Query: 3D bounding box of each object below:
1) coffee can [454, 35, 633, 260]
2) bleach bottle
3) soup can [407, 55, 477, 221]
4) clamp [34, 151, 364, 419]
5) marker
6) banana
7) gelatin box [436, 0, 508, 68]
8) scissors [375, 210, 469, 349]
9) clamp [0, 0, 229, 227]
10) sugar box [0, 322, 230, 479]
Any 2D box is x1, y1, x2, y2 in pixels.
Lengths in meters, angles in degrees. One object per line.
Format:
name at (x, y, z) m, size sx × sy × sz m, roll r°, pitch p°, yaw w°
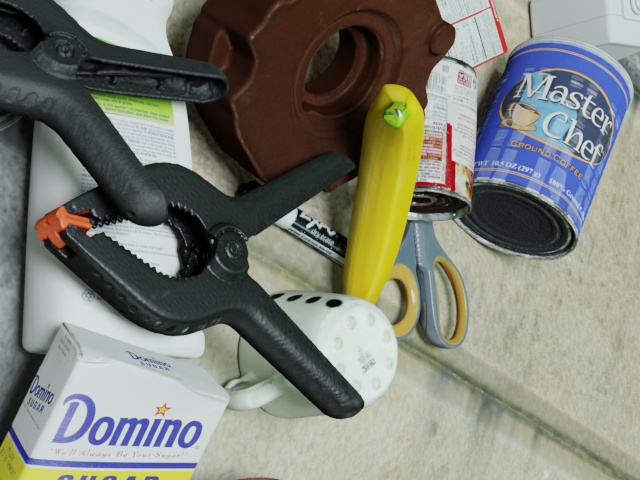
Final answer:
coffee can at (0.169, -0.071, 0.819) m, size 0.102 × 0.103 × 0.140 m, roll 40°, pitch 63°, yaw -29°
bleach bottle at (-0.115, -0.059, 0.619) m, size 0.102 × 0.068 × 0.251 m, roll 9°, pitch 78°, yaw -38°
soup can at (0.075, -0.072, 0.755) m, size 0.068 × 0.069 × 0.102 m, roll 17°, pitch 71°, yaw -36°
clamp at (-0.054, 0.001, 0.594) m, size 0.209 × 0.036 × 0.164 m, roll 20°, pitch 62°, yaw -35°
marker at (-0.008, -0.007, 0.726) m, size 0.121 × 0.020 × 0.020 m, roll 31°, pitch 67°, yaw -32°
banana at (0.037, -0.032, 0.678) m, size 0.198 × 0.037 × 0.069 m, roll 95°, pitch 22°, yaw -50°
gelatin box at (0.098, -0.164, 0.818) m, size 0.089 × 0.030 × 0.073 m, roll -30°, pitch 105°, yaw -36°
scissors at (0.058, -0.014, 0.782) m, size 0.096 × 0.016 × 0.202 m, roll -16°, pitch 90°, yaw -33°
clamp at (-0.128, -0.090, 0.553) m, size 0.171 × 0.039 × 0.120 m, roll 37°, pitch 38°, yaw -7°
sugar box at (-0.128, 0.139, 0.559) m, size 0.093 × 0.048 × 0.176 m, roll 23°, pitch 98°, yaw -34°
